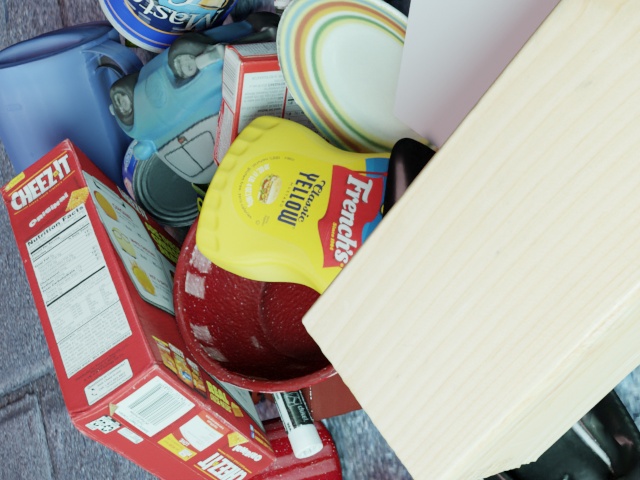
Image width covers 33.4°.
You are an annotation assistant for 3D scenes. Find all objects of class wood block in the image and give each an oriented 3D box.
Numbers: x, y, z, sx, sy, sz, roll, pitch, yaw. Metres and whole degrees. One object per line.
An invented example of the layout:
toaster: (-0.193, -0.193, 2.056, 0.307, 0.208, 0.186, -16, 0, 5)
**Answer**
wood block: (0.098, -0.009, 0.393, 0.206, 0.090, 0.091, -52, 60, 28)

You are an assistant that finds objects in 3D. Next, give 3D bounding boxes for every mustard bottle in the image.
mustard bottle: (0.025, -0.005, 0.605, 0.192, 0.058, 0.096, 19, 77, 31)

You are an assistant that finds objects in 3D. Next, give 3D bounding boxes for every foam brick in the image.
foam brick: (-0.002, 0.088, 0.737, 0.078, 0.052, 0.051, 10, 107, 62)

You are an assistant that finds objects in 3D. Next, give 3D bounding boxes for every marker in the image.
marker: (-0.029, 0.085, 0.706, 0.121, 0.020, 0.020, 66, 149, 27)

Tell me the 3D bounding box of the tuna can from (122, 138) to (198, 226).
tuna can: (-0.118, -0.057, 0.876, 0.034, 0.086, 0.086, 43, 135, 52)

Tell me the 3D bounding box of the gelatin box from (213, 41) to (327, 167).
gelatin box: (-0.030, -0.088, 0.713, 0.030, 0.073, 0.089, 52, 142, 45)

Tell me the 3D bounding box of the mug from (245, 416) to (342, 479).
mug: (-0.040, 0.183, 0.805, 0.093, 0.081, 0.117, 61, 147, 33)

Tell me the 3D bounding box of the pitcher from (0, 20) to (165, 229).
pitcher: (-0.203, -0.067, 0.958, 0.149, 0.145, 0.243, -121, 14, -67)

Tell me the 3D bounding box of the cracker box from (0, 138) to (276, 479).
cracker box: (-0.127, 0.057, 0.734, 0.164, 0.072, 0.214, 50, -172, -51)

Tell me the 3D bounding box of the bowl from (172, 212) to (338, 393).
bowl: (-0.011, 0.026, 0.676, 0.162, 0.162, 0.055, 61, -171, 33)

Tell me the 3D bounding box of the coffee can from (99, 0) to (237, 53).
coffee can: (-0.094, -0.211, 0.764, 0.141, 0.102, 0.103, -38, 65, 59)
